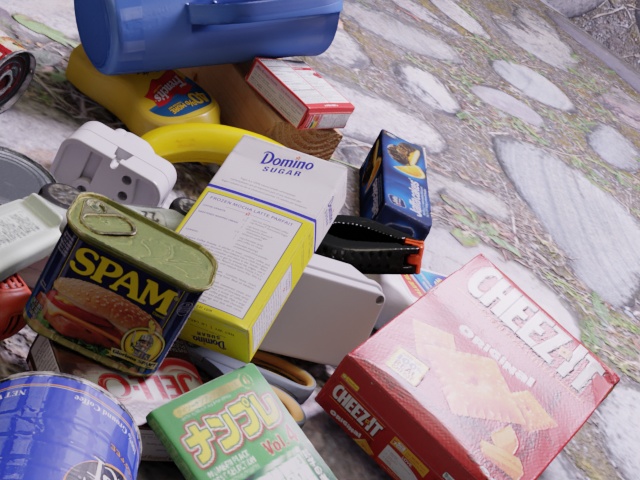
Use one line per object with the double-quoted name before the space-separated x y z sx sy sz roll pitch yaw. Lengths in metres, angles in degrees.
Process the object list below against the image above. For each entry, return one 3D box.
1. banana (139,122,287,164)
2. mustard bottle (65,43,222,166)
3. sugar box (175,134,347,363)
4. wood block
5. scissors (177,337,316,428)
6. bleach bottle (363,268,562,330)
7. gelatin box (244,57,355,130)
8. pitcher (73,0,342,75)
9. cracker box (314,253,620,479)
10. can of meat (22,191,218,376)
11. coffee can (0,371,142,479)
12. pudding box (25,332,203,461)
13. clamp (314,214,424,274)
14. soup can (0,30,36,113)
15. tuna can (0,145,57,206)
"banana" -0.096 -0.078 1.010 0.197 0.037 0.069 1 70 -15
"mustard bottle" -0.159 -0.136 1.073 0.192 0.058 0.096 40 39 15
"sugar box" -0.055 0.001 0.791 0.093 0.048 0.176 20 48 15
"wood block" -0.075 -0.142 1.138 0.090 0.091 0.206 7 35 -40
"scissors" -0.089 0.094 0.791 0.201 0.016 0.096 19 24 -25
"bleach bottle" 0.109 0.073 0.994 0.250 0.068 0.102 18 33 -19
"gelatin box" -0.021 -0.146 1.063 0.089 0.030 0.073 45 31 26
"pitcher" -0.106 -0.230 1.041 0.242 0.149 0.145 -15 69 -27
"cracker box" 0.124 0.119 0.856 0.164 0.072 0.213 44 42 14
"can of meat" -0.131 0.031 0.691 0.102 0.084 0.057 27 24 -11
"coffee can" -0.148 0.149 0.537 0.102 0.103 0.140 24 27 -15
"pudding box" -0.130 0.102 0.710 0.113 0.039 0.090 9 34 -38
"clamp" -0.015 -0.001 0.946 0.210 0.036 0.164 14 23 18
"soup can" -0.315 -0.168 0.952 0.102 0.069 0.068 35 26 9
"tuna can" -0.250 -0.038 0.833 0.086 0.034 0.086 25 27 -14
